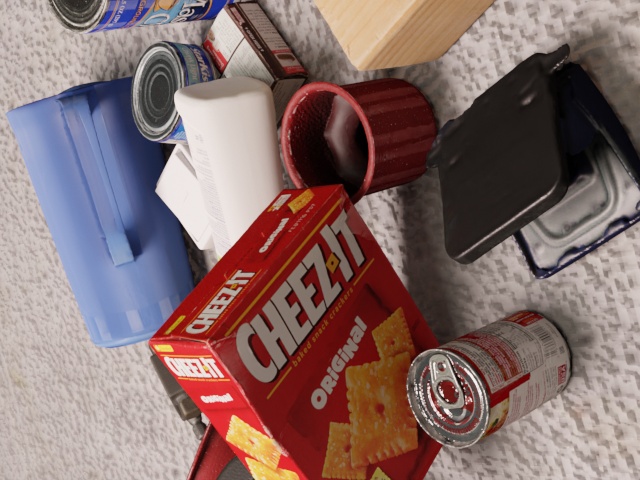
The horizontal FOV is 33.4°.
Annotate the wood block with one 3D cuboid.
[{"bbox_3d":[0.086,-0.208,0.676,0.206,0.090,0.091,-44,70,45],"label":"wood block"}]

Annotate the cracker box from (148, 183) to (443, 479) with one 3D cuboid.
[{"bbox_3d":[0.005,0.093,0.749,0.072,0.164,0.213,-4,127,45],"label":"cracker box"}]

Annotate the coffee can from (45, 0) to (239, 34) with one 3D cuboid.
[{"bbox_3d":[-0.144,-0.227,0.874,0.103,0.140,0.103,17,115,42],"label":"coffee can"}]

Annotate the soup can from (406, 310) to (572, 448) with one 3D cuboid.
[{"bbox_3d":[0.118,0.093,0.732,0.069,0.102,0.068,17,115,42],"label":"soup can"}]

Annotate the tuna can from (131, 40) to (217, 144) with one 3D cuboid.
[{"bbox_3d":[-0.124,-0.124,0.898,0.086,0.033,0.086,0,90,50],"label":"tuna can"}]

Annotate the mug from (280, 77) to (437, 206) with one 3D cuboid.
[{"bbox_3d":[0.024,-0.072,0.791,0.117,0.081,0.093,-22,87,47],"label":"mug"}]

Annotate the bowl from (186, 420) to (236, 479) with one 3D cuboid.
[{"bbox_3d":[-0.086,0.209,0.976,0.055,0.162,0.162,21,124,2],"label":"bowl"}]

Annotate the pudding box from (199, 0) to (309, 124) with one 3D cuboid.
[{"bbox_3d":[-0.068,-0.131,0.901,0.090,0.039,0.114,56,137,19],"label":"pudding box"}]

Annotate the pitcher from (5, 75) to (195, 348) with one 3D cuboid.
[{"bbox_3d":[-0.196,-0.026,0.999,0.145,0.149,0.243,-12,97,35],"label":"pitcher"}]

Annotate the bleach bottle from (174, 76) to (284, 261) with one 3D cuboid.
[{"bbox_3d":[-0.056,0.001,0.851,0.103,0.068,0.251,-141,40,-67],"label":"bleach bottle"}]
